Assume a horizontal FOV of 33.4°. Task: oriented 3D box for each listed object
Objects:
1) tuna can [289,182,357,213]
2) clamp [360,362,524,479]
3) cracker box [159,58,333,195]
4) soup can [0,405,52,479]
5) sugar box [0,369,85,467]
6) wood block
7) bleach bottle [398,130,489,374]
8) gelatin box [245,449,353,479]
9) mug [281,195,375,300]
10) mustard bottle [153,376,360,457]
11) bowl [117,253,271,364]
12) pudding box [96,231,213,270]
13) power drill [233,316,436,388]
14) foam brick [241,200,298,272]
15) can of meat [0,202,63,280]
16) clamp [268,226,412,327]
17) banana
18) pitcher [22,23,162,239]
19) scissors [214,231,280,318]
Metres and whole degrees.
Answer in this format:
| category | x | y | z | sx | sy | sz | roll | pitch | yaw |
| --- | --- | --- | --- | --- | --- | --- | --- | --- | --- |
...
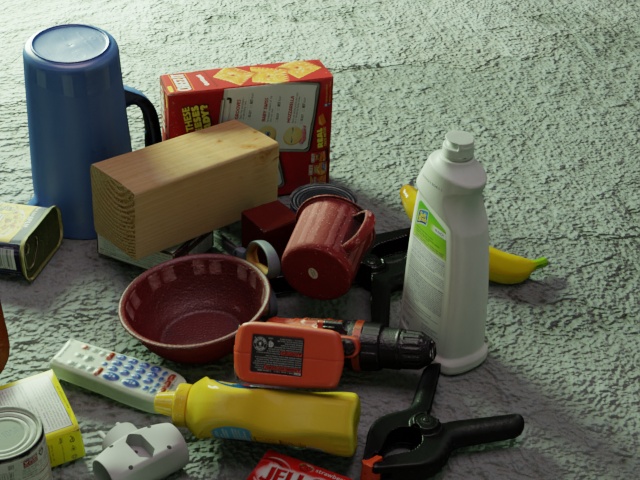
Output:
| category | x | y | z | sx | sy | sz | roll | pitch | yaw |
| --- | --- | --- | --- | --- | --- | --- | --- | --- | --- |
| tuna can | 0.004 | -0.038 | 1.345 | 0.086 | 0.034 | 0.086 | 1 | 33 | -1 |
| clamp | 0.110 | 0.185 | 1.013 | 0.120 | 0.039 | 0.171 | 19 | 39 | 34 |
| cracker box | -0.095 | -0.139 | 1.376 | 0.213 | 0.164 | 0.072 | -8 | 33 | -16 |
| soup can | -0.264 | 0.200 | 0.909 | 0.068 | 0.102 | 0.068 | 1 | 34 | -1 |
| sugar box | -0.316 | 0.186 | 0.980 | 0.176 | 0.048 | 0.093 | -18 | 38 | -22 |
| wood block | -0.156 | -0.064 | 1.252 | 0.205 | 0.091 | 0.090 | -24 | 40 | -36 |
| bleach bottle | 0.134 | 0.009 | 1.086 | 0.068 | 0.251 | 0.103 | -19 | 39 | -29 |
| gelatin box | -0.025 | 0.229 | 0.944 | 0.089 | 0.030 | 0.073 | 17 | 36 | 20 |
| mug | 0.014 | 0.006 | 1.157 | 0.117 | 0.093 | 0.081 | -28 | 26 | 37 |
| mustard bottle | -0.060 | 0.162 | 0.993 | 0.191 | 0.096 | 0.058 | 5 | 76 | 7 |
| bowl | -0.130 | 0.081 | 1.130 | 0.162 | 0.055 | 0.162 | -4 | 34 | 3 |
| pudding box | -0.198 | -0.003 | 1.278 | 0.114 | 0.039 | 0.089 | 15 | 35 | 22 |
| power drill | 0.009 | 0.107 | 1.034 | 0.185 | 0.057 | 0.187 | 1 | -2 | 16 |
| foam brick | -0.058 | 0.002 | 1.243 | 0.052 | 0.078 | 0.051 | -19 | 41 | -29 |
| can of meat | -0.362 | -0.002 | 1.251 | 0.084 | 0.057 | 0.102 | 7 | 34 | 10 |
| clamp | 0.063 | 0.044 | 1.223 | 0.209 | 0.036 | 0.165 | -28 | 44 | -36 |
| banana | 0.171 | 0.001 | 1.267 | 0.198 | 0.037 | 0.069 | 30 | 33 | 8 |
| pitcher | -0.280 | -0.134 | 1.285 | 0.145 | 0.243 | 0.149 | 11 | 41 | 8 |
| scissors | -0.087 | 0.037 | 1.229 | 0.016 | 0.096 | 0.202 | -9 | 4 | -22 |
